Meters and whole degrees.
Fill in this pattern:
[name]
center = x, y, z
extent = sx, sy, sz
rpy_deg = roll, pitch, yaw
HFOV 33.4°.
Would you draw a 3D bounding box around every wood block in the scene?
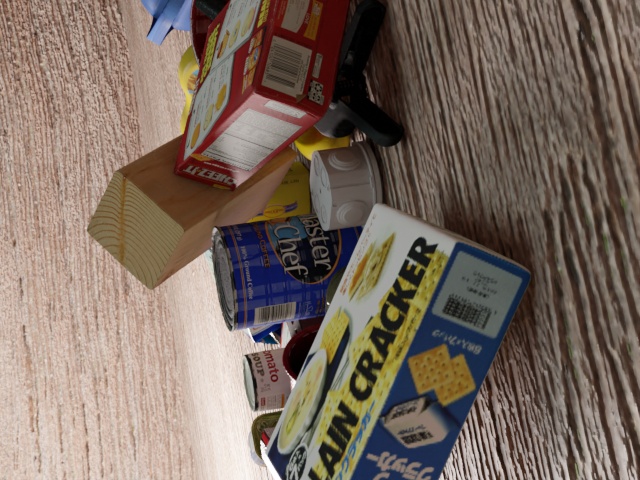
[wood block]
center = -0.124, -0.049, 1.070
extent = 0.090, 0.205, 0.091
rpy_deg = 41, 128, 8

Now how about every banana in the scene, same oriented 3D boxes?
[banana]
center = -0.005, -0.121, 1.085
extent = 0.070, 0.037, 0.198
rpy_deg = -64, 26, 11

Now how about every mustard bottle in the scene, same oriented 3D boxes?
[mustard bottle]
center = -0.144, -0.216, 1.450
extent = 0.058, 0.096, 0.192
rpy_deg = -113, 20, -47

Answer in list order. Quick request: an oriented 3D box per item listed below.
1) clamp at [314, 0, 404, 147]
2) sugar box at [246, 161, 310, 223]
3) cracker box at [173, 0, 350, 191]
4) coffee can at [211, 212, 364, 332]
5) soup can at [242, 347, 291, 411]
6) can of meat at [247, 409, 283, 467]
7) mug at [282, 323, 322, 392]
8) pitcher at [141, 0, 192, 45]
[clamp]
center = 0.023, -0.143, 0.931
extent = 0.172, 0.039, 0.120
rpy_deg = -168, 77, -64
[sugar box]
center = -0.058, 0.002, 1.243
extent = 0.048, 0.093, 0.176
rpy_deg = -129, 33, -62
[cracker box]
center = -0.051, -0.153, 0.943
extent = 0.214, 0.072, 0.164
rpy_deg = -31, 45, 61
[coffee can]
center = -0.026, 0.027, 1.029
extent = 0.103, 0.140, 0.103
rpy_deg = 171, 90, -76
[soup can]
center = -0.033, 0.153, 1.211
extent = 0.069, 0.102, 0.068
rpy_deg = 172, 90, -77
[can of meat]
center = -0.035, 0.235, 1.274
extent = 0.084, 0.102, 0.057
rpy_deg = 117, 143, -70
[mug]
center = 0.020, 0.147, 1.055
extent = 0.117, 0.093, 0.081
rpy_deg = 24, 136, 30
[pitcher]
center = -0.158, -0.350, 1.354
extent = 0.243, 0.144, 0.149
rpy_deg = 170, 84, -73
